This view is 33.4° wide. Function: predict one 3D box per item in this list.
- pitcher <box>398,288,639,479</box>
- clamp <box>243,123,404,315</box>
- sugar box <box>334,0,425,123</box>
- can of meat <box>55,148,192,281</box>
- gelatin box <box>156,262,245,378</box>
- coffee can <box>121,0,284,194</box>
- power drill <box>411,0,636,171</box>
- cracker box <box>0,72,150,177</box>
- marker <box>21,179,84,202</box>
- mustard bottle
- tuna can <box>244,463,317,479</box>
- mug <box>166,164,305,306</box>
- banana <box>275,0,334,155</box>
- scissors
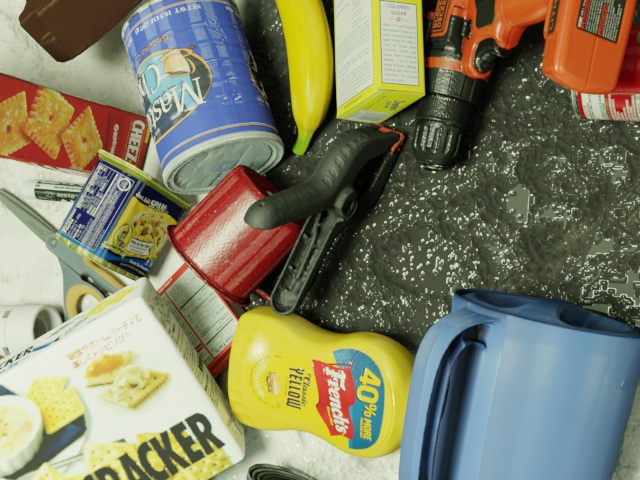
[{"bbox_3d":[0.124,0.158,0.717,0.149,0.145,0.243,12,95,7],"label":"pitcher"},{"bbox_3d":[0.006,-0.022,0.830,0.039,0.120,0.171,33,55,25],"label":"clamp"},{"bbox_3d":[0.044,-0.188,0.838,0.093,0.048,0.176,160,113,-69],"label":"sugar box"},{"bbox_3d":[-0.167,-0.018,0.905,0.057,0.102,0.084,27,85,26],"label":"can of meat"},{"bbox_3d":[-0.104,0.070,0.910,0.073,0.030,0.089,-45,68,13],"label":"gelatin box"},{"bbox_3d":[-0.099,-0.123,0.892,0.103,0.102,0.140,-25,73,21],"label":"coffee can"},{"bbox_3d":[0.134,-0.138,0.755,0.188,0.057,0.184,11,90,63],"label":"power drill"},{"bbox_3d":[-0.275,-0.104,0.915,0.164,0.213,0.072,14,91,27],"label":"cracker box"},{"bbox_3d":[-0.225,-0.043,0.991,0.121,0.020,0.020,6,86,27],"label":"marker"},{"bbox_3d":[0.022,0.116,0.824,0.192,0.058,0.096,12,103,26],"label":"mustard bottle"},{"bbox_3d":[-0.022,0.206,0.820,0.086,0.086,0.034,25,96,27],"label":"tuna can"},{"bbox_3d":[-0.056,0.001,0.870,0.117,0.093,0.081,44,99,-7],"label":"mug"},{"bbox_3d":[-0.021,-0.175,0.888,0.070,0.037,0.198,-23,70,46],"label":"banana"},{"bbox_3d":[-0.246,0.023,0.994,0.202,0.016,0.096,20,91,27],"label":"scissors"}]
